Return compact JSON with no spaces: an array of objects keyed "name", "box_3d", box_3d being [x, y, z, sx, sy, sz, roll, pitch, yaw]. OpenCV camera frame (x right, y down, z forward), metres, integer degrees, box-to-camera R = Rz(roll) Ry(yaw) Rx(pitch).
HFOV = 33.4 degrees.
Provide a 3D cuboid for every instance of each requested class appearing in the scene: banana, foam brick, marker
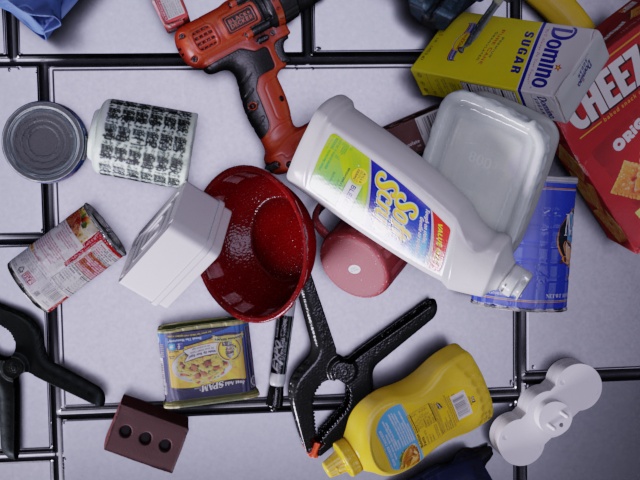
[{"name":"banana","box_3d":[0.271,-0.208,1.150,0.069,0.037,0.198,-23,96,-6]},{"name":"foam brick","box_3d":[-0.183,0.203,1.125,0.078,0.051,0.053,21,91,-7]},{"name":"marker","box_3d":[-0.043,0.124,1.151,0.020,0.020,0.121,7,94,-7]}]

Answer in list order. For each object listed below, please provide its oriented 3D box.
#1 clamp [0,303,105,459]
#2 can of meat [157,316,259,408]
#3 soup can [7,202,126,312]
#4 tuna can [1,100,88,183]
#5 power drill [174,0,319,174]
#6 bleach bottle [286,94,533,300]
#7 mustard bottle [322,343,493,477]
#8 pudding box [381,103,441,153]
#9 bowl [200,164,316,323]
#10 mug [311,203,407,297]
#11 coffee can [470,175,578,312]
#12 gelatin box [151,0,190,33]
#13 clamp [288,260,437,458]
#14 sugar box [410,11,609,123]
[{"name":"clamp","box_3d":[-0.321,0.141,1.113,0.120,0.039,0.171,-40,91,-6]},{"name":"can of meat","box_3d":[-0.119,0.126,1.124,0.102,0.057,0.084,-7,93,-6]},{"name":"soup can","box_3d":[-0.260,0.018,1.095,0.102,0.068,0.068,-37,97,-2]},{"name":"tuna can","box_3d":[-0.284,-0.101,1.101,0.086,0.034,0.086,0,94,-6]},{"name":"power drill","box_3d":[-0.033,-0.177,1.108,0.184,0.057,0.187,-30,96,-12]},{"name":"bleach bottle","box_3d":[0.093,-0.031,1.015,0.251,0.068,0.103,34,122,13]},{"name":"mustard bottle","box_3d":[0.087,0.195,1.134,0.191,0.058,0.096,-30,119,-12]},{"name":"pudding box","box_3d":[0.086,-0.107,1.112,0.113,0.090,0.039,-21,98,-5]},{"name":"bowl","box_3d":[-0.057,0.001,1.097,0.055,0.162,0.162,-10,97,-50]},{"name":"mug","box_3d":[0.043,-0.002,1.101,0.117,0.093,0.081,38,47,4]},{"name":"coffee can","box_3d":[0.214,0.000,1.126,0.102,0.103,0.140,3,94,-6]},{"name":"gelatin box","box_3d":[-0.163,-0.258,1.082,0.030,0.073,0.089,-24,97,-3]},{"name":"clamp","box_3d":[0.013,0.128,1.145,0.164,0.036,0.210,24,94,-13]},{"name":"sugar box","box_3d":[0.187,-0.178,1.071,0.093,0.177,0.048,-55,135,-19]}]
